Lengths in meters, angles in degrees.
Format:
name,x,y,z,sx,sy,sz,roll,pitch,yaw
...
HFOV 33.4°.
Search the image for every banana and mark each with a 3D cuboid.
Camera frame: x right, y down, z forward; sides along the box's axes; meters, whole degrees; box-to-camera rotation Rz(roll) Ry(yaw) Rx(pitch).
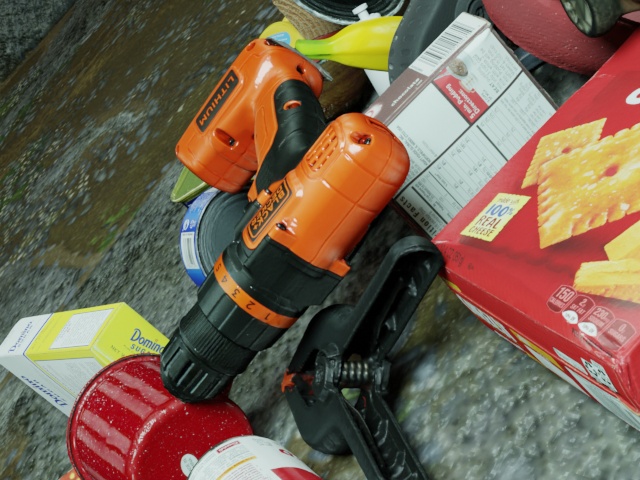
name,x,y,z,sx,sy,sz,roll,pitch,yaw
banana,0.061,-0.133,0.725,0.070,0.197,0.037,16,104,28

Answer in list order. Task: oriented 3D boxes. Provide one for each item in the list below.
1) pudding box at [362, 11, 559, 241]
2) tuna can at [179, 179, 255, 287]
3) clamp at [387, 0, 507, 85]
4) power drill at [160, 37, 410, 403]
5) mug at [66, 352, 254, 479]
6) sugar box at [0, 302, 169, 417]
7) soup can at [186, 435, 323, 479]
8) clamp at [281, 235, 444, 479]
name,x,y,z,sx,sy,sz,roll,pitch,yaw
pudding box,0.078,-0.061,0.625,0.113,0.090,0.039,-45,26,3
tuna can,-0.055,0.001,0.748,0.086,0.086,0.034,-56,24,-20
clamp,0.093,-0.144,0.665,0.036,0.164,0.210,15,105,48
power drill,-0.036,-0.021,0.603,0.185,0.057,0.188,-49,31,18
mug,-0.084,0.109,0.623,0.082,0.093,0.117,12,69,57
sugar box,-0.158,0.091,0.764,0.177,0.093,0.048,-7,44,54
soup can,-0.020,0.139,0.503,0.068,0.068,0.102,-50,24,-9
clamp,0.019,0.059,0.540,0.172,0.039,0.120,178,106,-70
